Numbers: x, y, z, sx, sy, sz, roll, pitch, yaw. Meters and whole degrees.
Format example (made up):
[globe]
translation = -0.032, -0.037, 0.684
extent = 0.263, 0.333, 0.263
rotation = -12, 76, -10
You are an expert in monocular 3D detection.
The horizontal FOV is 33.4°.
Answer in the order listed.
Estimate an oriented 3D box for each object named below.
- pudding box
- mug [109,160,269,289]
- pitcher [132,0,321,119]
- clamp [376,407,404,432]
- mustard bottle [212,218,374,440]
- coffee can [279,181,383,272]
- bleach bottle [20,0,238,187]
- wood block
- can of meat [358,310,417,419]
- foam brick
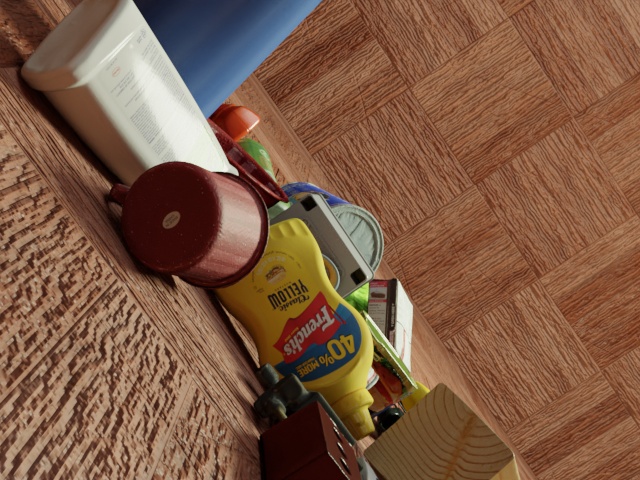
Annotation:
[pudding box]
translation = 0.082, 0.102, 1.256
extent = 0.113, 0.039, 0.090
rotation = 59, 32, -66
[mug]
translation = -0.105, -0.018, 0.795
extent = 0.117, 0.093, 0.081
rotation = 25, 1, 19
[pitcher]
translation = -0.108, -0.201, 0.969
extent = 0.149, 0.243, 0.145
rotation = 49, 7, 1
[clamp]
translation = 0.102, 0.241, 1.211
extent = 0.171, 0.039, 0.120
rotation = 33, 35, -81
[mustard bottle]
translation = -0.011, 0.081, 0.895
extent = 0.192, 0.096, 0.058
rotation = 58, -15, 17
[coffee can]
translation = -0.003, -0.006, 1.244
extent = 0.102, 0.102, 0.140
rotation = 53, -10, -26
[bleach bottle]
translation = -0.132, -0.072, 0.872
extent = 0.068, 0.102, 0.250
rotation = 5, -39, 36
[wood block]
translation = 0.117, 0.221, 0.929
extent = 0.090, 0.090, 0.206
rotation = 44, -13, 32
[can of meat]
translation = 0.036, 0.131, 1.058
extent = 0.102, 0.084, 0.057
rotation = 53, 6, -25
[foam brick]
translation = -0.006, 0.158, 0.736
extent = 0.053, 0.051, 0.078
rotation = 54, 6, -18
